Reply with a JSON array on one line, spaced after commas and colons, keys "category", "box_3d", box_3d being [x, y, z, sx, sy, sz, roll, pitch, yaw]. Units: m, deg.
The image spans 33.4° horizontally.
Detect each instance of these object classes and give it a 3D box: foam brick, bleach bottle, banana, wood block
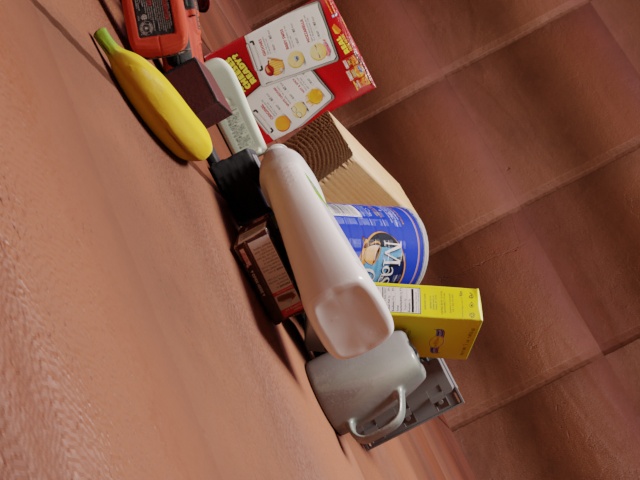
[{"category": "foam brick", "box_3d": [-0.127, -0.142, 1.061, 0.053, 0.051, 0.078, 62, 4, 6]}, {"category": "bleach bottle", "box_3d": [-0.008, -0.007, 1.036, 0.102, 0.068, 0.251, 60, 4, -43]}, {"category": "banana", "box_3d": [-0.130, -0.111, 0.930, 0.070, 0.037, 0.197, 66, 6, 30]}, {"category": "wood block", "box_3d": [0.039, -0.067, 1.396, 0.205, 0.091, 0.090, 40, 18, -51]}]

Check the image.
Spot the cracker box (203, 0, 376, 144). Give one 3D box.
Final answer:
[{"category": "cracker box", "box_3d": [-0.045, -0.256, 1.634, 0.164, 0.214, 0.072, 62, 3, -4]}]

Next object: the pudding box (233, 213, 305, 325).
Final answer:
[{"category": "pudding box", "box_3d": [-0.047, 0.026, 1.048, 0.090, 0.039, 0.113, 63, 5, -9]}]

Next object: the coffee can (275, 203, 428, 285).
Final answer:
[{"category": "coffee can", "box_3d": [0.032, 0.011, 1.166, 0.140, 0.103, 0.103, 2, 48, -34]}]

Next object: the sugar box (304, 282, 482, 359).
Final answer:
[{"category": "sugar box", "box_3d": [0.072, 0.083, 1.109, 0.093, 0.176, 0.048, 96, -6, -57]}]

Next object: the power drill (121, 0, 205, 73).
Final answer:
[{"category": "power drill", "box_3d": [-0.158, -0.252, 1.069, 0.187, 0.057, 0.184, -84, 163, -80]}]
